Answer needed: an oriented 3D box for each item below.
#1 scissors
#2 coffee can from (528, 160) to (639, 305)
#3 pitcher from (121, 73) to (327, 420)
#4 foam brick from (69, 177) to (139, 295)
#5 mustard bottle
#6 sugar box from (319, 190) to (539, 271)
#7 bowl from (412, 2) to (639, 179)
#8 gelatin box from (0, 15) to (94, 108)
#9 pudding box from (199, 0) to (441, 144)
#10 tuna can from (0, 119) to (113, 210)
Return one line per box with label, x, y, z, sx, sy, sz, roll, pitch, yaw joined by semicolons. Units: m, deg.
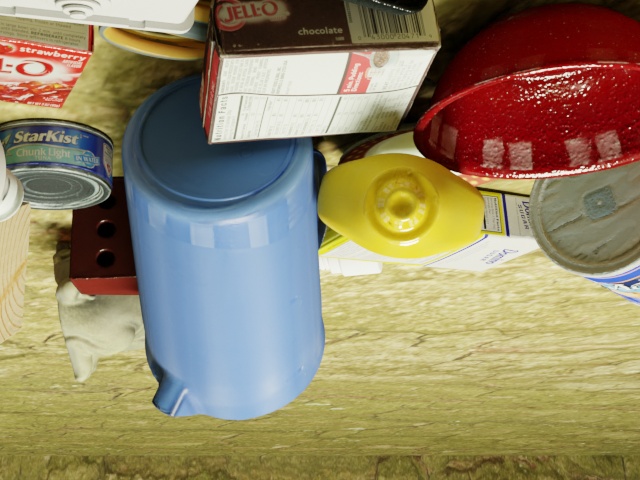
scissors;-0.013;-0.111;0.562;0.201;0.016;0.096;3;162;-18
coffee can;0.227;-0.011;0.775;0.103;0.103;0.140;-14;160;32
pitcher;-0.055;0.001;0.696;0.145;0.149;0.243;-6;147;-6
foam brick;-0.156;-0.002;0.796;0.053;0.078;0.051;-1;165;-3
mustard bottle;0.047;-0.020;0.632;0.096;0.058;0.191;11;-179;4
sugar box;0.085;-0.011;0.856;0.175;0.048;0.094;3;162;-30
bowl;0.131;-0.086;0.597;0.162;0.055;0.162;-2;163;-1
gelatin box;-0.169;-0.100;0.554;0.089;0.030;0.073;5;161;-25
pudding box;-0.004;-0.088;0.549;0.113;0.039;0.090;-3;159;-12
tuna can;-0.182;-0.049;0.713;0.086;0.034;0.086;-2;163;-1
